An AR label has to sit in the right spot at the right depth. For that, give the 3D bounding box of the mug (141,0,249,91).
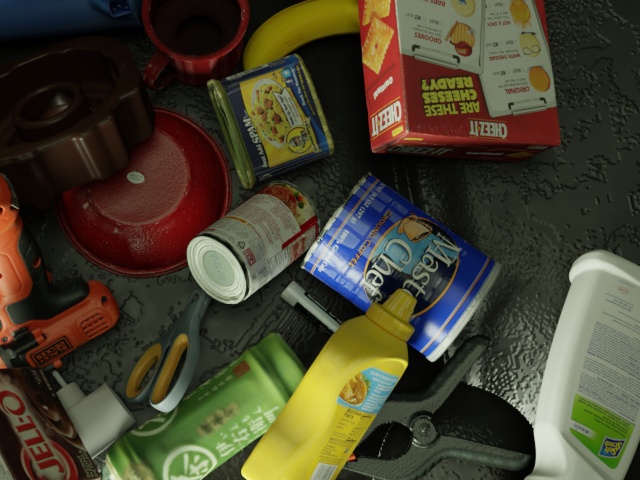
[{"bbox_3d":[-0.118,-0.180,0.959,0.093,0.081,0.117,35,78,4],"label":"mug"}]

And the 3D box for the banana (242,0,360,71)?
[{"bbox_3d":[0.007,-0.194,0.996,0.197,0.037,0.069,-21,110,-5],"label":"banana"}]

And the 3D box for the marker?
[{"bbox_3d":[0.016,0.081,0.945,0.121,0.020,0.020,40,79,5],"label":"marker"}]

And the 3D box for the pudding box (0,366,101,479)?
[{"bbox_3d":[-0.234,0.153,0.831,0.039,0.089,0.113,-43,68,17],"label":"pudding box"}]

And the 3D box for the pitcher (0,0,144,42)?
[{"bbox_3d":[-0.282,-0.243,0.948,0.242,0.149,0.145,-9,94,-2],"label":"pitcher"}]

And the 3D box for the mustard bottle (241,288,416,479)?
[{"bbox_3d":[0.018,0.123,0.860,0.058,0.096,0.191,36,94,33],"label":"mustard bottle"}]

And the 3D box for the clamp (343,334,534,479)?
[{"bbox_3d":[0.097,0.170,0.922,0.171,0.039,0.120,-28,77,-3],"label":"clamp"}]

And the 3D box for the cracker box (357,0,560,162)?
[{"bbox_3d":[0.120,-0.183,0.958,0.164,0.072,0.214,1,77,-26],"label":"cracker box"}]

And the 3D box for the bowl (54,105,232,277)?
[{"bbox_3d":[-0.159,-0.051,0.943,0.162,0.055,0.162,1,78,-3],"label":"bowl"}]

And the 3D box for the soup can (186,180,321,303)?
[{"bbox_3d":[-0.056,0.001,0.911,0.068,0.069,0.102,46,49,6],"label":"soup can"}]

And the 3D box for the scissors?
[{"bbox_3d":[-0.120,0.065,0.934,0.016,0.096,0.201,39,44,-28],"label":"scissors"}]

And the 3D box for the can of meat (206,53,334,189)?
[{"bbox_3d":[-0.044,-0.108,0.952,0.084,0.057,0.102,-21,99,-10],"label":"can of meat"}]

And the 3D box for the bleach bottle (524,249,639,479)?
[{"bbox_3d":[0.224,0.137,0.899,0.102,0.068,0.250,27,67,0],"label":"bleach bottle"}]

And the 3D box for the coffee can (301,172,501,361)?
[{"bbox_3d":[0.069,0.022,0.918,0.140,0.103,0.102,36,78,4],"label":"coffee can"}]

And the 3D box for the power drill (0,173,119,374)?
[{"bbox_3d":[-0.275,0.047,0.859,0.184,0.187,0.057,-30,45,-10],"label":"power drill"}]
